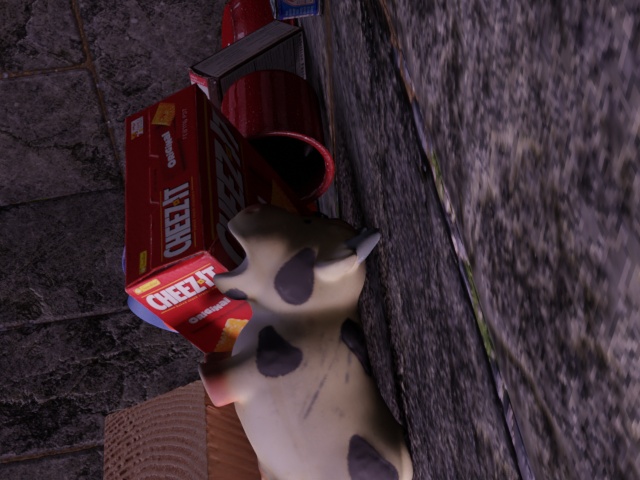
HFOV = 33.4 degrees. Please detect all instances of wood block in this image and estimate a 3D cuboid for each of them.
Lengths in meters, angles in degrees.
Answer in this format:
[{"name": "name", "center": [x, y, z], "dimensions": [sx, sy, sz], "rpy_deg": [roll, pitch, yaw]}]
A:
[{"name": "wood block", "center": [-0.044, 0.176, 0.732], "dimensions": [0.205, 0.090, 0.091], "rpy_deg": [33, -137, -46]}]

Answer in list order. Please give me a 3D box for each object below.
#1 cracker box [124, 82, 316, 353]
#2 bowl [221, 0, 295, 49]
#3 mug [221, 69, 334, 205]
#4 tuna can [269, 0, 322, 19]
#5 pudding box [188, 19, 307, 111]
[{"name": "cracker box", "center": [-0.051, 0.014, 0.776], "dimensions": [0.213, 0.072, 0.164], "rpy_deg": [48, -156, -44]}, {"name": "bowl", "center": [-0.064, -0.187, 1.051], "dimensions": [0.162, 0.055, 0.162], "rpy_deg": [177, 90, -77]}, {"name": "mug", "center": [-0.044, -0.075, 0.864], "dimensions": [0.117, 0.093, 0.081], "rpy_deg": [-53, 32, 42]}, {"name": "tuna can", "center": [-0.022, -0.199, 0.746], "dimensions": [0.086, 0.033, 0.086], "rpy_deg": [171, 90, -86]}, {"name": "pudding box", "center": [-0.059, -0.130, 0.934], "dimensions": [0.039, 0.113, 0.090], "rpy_deg": [21, 134, 33]}]
